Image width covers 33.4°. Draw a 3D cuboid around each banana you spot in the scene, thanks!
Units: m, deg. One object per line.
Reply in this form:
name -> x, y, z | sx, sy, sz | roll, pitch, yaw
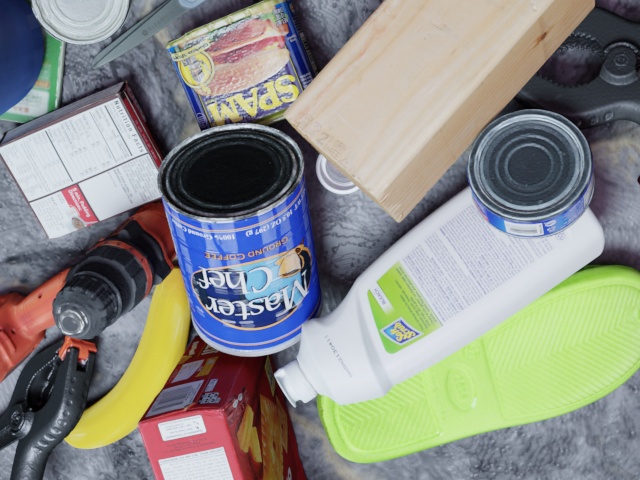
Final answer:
banana -> -0.157, 0.110, 0.881 | 0.069, 0.037, 0.198 | 40, 106, -7

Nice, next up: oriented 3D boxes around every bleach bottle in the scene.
bleach bottle -> 0.075, 0.035, 0.775 | 0.251, 0.068, 0.103 | -32, 67, -1

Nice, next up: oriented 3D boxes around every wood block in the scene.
wood block -> 0.084, -0.123, 0.725 | 0.090, 0.090, 0.206 | 43, 92, 18

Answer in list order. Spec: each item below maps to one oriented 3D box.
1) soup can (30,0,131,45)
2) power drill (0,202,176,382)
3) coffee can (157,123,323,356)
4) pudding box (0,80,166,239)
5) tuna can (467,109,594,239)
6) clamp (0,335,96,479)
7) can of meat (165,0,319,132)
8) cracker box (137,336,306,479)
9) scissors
soup can -> -0.168, -0.178, 0.758 | 0.068, 0.102, 0.068 | -3, 108, -9
power drill -> -0.197, 0.052, 0.802 | 0.188, 0.184, 0.057 | -28, 101, 22
coffee can -> -0.055, 0.001, 0.777 | 0.103, 0.102, 0.140 | -2, 134, 6
pudding box -> -0.180, -0.060, 0.828 | 0.113, 0.039, 0.090 | -21, 112, 9
tuna can -> 0.144, -0.046, 0.734 | 0.086, 0.033, 0.086 | -5, 68, 14
clamp -> -0.234, 0.160, 0.875 | 0.172, 0.039, 0.120 | -53, 55, 16
can of meat -> -0.054, -0.126, 0.793 | 0.102, 0.057, 0.084 | -20, 101, 11
cracker box -> -0.058, 0.194, 0.829 | 0.072, 0.164, 0.214 | -13, 104, 11
scissors -> -0.096, -0.205, 0.795 | 0.202, 0.016, 0.096 | -17, 102, 10
